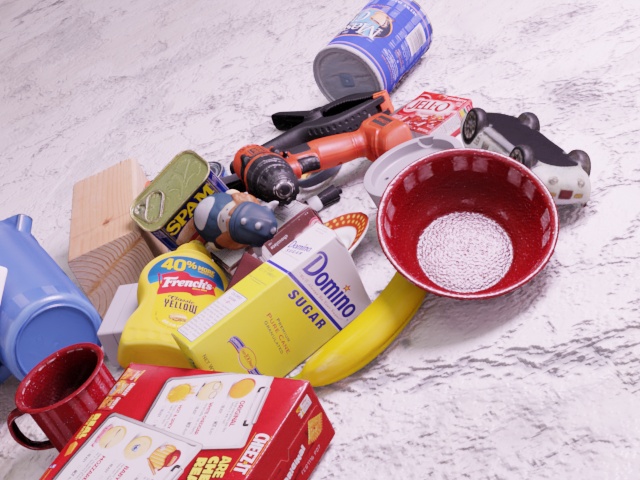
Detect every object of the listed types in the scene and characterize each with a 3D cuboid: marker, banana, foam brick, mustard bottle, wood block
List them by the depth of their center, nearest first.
[{"bbox_3d":[0.047,0.071,0.973,0.197,0.037,0.070,-40,32,-22],"label":"banana"},{"bbox_3d":[-0.060,0.061,1.033,0.051,0.052,0.078,23,86,55],"label":"foam brick"},{"bbox_3d":[-0.141,0.063,1.087,0.096,0.058,0.191,13,36,-5],"label":"mustard bottle"},{"bbox_3d":[-0.028,-0.028,1.210,0.121,0.020,0.020,-31,29,-6],"label":"marker"},{"bbox_3d":[-0.241,-0.008,1.281,0.091,0.090,0.206,-24,29,3],"label":"wood block"}]

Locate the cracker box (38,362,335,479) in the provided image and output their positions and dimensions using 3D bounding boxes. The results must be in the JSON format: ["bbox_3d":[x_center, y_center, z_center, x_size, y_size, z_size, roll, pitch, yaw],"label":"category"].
[{"bbox_3d":[-0.117,0.189,0.887,0.214,0.072,0.164,0,41,38],"label":"cracker box"}]

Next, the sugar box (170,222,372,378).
[{"bbox_3d":[-0.041,0.072,0.986,0.176,0.093,0.048,-37,33,-16],"label":"sugar box"}]

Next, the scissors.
[{"bbox_3d":[0.042,-0.116,1.291,0.202,0.016,0.096,-25,26,5],"label":"scissors"}]

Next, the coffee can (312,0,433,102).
[{"bbox_3d":[0.069,-0.244,1.386,0.103,0.102,0.140,2,40,41],"label":"coffee can"}]

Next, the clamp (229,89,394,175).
[{"bbox_3d":[-0.004,-0.149,1.347,0.210,0.036,0.164,-18,23,22],"label":"clamp"}]

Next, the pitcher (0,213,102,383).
[{"bbox_3d":[-0.341,0.082,1.201,0.144,0.149,0.243,-23,29,-25],"label":"pitcher"}]

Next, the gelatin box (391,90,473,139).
[{"bbox_3d":[0.127,-0.141,1.250,0.073,0.030,0.089,-38,31,-19],"label":"gelatin box"}]

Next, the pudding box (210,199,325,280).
[{"bbox_3d":[-0.057,0.001,1.145,0.113,0.039,0.090,-37,20,-9],"label":"pudding box"}]

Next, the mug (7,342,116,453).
[{"bbox_3d":[-0.239,0.163,1.015,0.117,0.081,0.093,-27,29,0],"label":"mug"}]

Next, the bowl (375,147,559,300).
[{"bbox_3d":[0.131,-0.004,0.966,0.162,0.055,0.162,-3,57,4],"label":"bowl"}]

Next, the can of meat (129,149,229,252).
[{"bbox_3d":[-0.149,-0.037,1.194,0.102,0.084,0.058,-48,54,-6],"label":"can of meat"}]

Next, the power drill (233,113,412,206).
[{"bbox_3d":[0.004,-0.089,1.173,0.187,0.057,0.184,-13,18,-12],"label":"power drill"}]
